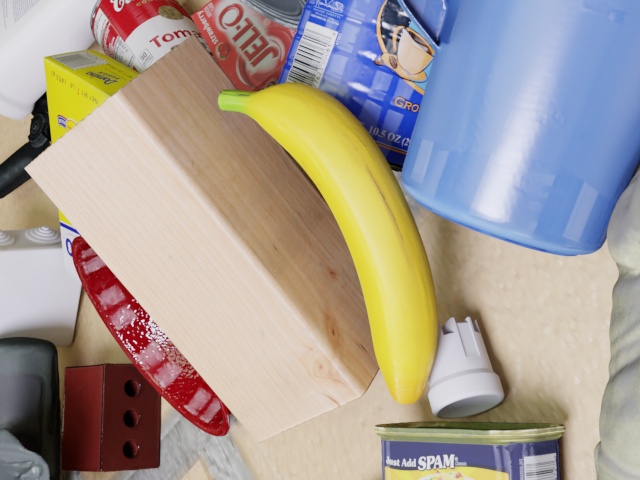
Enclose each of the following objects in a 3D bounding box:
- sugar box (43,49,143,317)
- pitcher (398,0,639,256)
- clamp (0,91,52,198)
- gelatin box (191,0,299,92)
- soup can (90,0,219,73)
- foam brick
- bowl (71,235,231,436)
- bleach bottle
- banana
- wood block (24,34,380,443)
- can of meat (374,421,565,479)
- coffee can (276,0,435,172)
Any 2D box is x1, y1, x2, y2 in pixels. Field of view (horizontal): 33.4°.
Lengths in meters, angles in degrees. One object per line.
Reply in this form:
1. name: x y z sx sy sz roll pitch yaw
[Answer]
1. sugar box: -0.154 -0.040 0.767 0.093 0.048 0.176 32 129 41
2. pitcher: 0.115 -0.124 0.517 0.149 0.144 0.243 28 105 39
3. clamp: -0.226 -0.099 0.895 0.172 0.039 0.120 -4 80 40
4. gelatin box: -0.037 -0.139 0.717 0.073 0.030 0.089 -36 59 12
5. soup can: -0.117 -0.137 0.778 0.069 0.068 0.102 -53 53 23
6. foam brick: -0.153 0.130 0.782 0.051 0.052 0.078 -8 78 42
7. bowl: -0.094 0.050 0.706 0.162 0.055 0.162 41 155 24
8. bleach bottle: -0.178 -0.206 0.834 0.251 0.068 0.102 -35 48 23
9. banana: 0.019 -0.007 0.559 0.070 0.037 0.198 -28 92 54
10. wood block: -0.054 0.000 0.610 0.091 0.090 0.206 -31 104 36
11. can of meat: 0.079 0.139 0.563 0.102 0.057 0.084 -8 81 43
12. coffee can: 0.039 -0.119 0.608 0.103 0.102 0.140 29 104 41
